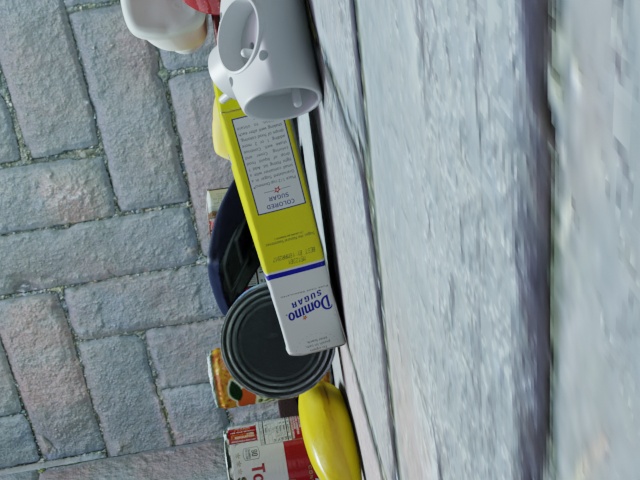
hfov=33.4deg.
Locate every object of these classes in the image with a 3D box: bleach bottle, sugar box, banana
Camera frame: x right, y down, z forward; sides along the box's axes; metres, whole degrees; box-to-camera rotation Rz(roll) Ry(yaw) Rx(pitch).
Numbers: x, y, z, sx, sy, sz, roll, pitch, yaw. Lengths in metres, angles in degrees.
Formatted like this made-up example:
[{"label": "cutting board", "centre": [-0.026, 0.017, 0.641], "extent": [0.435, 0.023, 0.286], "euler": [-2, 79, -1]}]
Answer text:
[{"label": "bleach bottle", "centre": [-0.133, -0.212, 0.974], "extent": [0.251, 0.068, 0.102], "euler": [167, 94, -88]}, {"label": "sugar box", "centre": [-0.027, -0.021, 0.699], "extent": [0.093, 0.048, 0.176], "euler": [-108, 5, -66]}, {"label": "banana", "centre": [0.004, 0.145, 0.810], "extent": [0.198, 0.037, 0.069], "euler": [-111, 14, -73]}]

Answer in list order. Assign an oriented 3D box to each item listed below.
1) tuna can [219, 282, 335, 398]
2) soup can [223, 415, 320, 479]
[{"label": "tuna can", "centre": [-0.031, 0.073, 0.797], "extent": [0.034, 0.086, 0.086], "euler": [-128, 29, -87]}, {"label": "soup can", "centre": [-0.029, 0.188, 0.924], "extent": [0.068, 0.102, 0.068], "euler": [171, 90, -87]}]
